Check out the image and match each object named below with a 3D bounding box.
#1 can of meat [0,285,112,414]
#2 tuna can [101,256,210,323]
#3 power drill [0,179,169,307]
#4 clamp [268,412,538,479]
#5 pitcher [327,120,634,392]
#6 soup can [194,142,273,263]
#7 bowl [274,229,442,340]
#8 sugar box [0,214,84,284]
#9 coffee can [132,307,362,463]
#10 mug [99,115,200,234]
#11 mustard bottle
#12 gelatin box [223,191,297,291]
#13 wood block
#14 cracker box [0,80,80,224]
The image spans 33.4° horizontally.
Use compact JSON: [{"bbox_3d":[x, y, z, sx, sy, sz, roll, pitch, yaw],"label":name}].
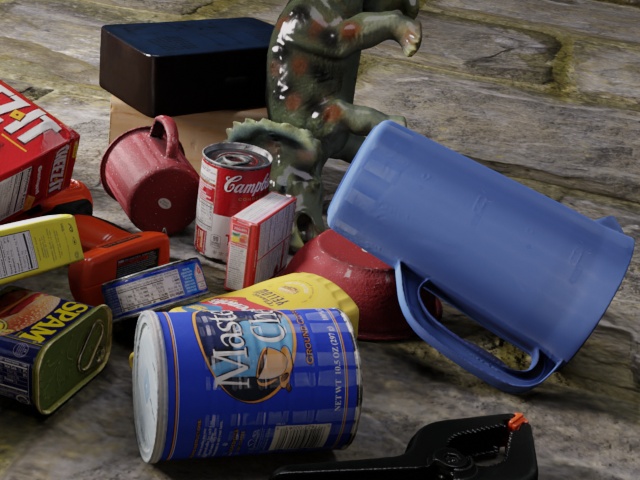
[{"bbox_3d":[-0.217,0.078,0.797,0.084,0.057,0.102,12,23,16],"label":"can of meat"},{"bbox_3d":[-0.137,0.041,0.882,0.086,0.034,0.086,-17,-1,0],"label":"tuna can"},{"bbox_3d":[-0.243,0.000,0.960,0.188,0.057,0.184,25,30,33],"label":"power drill"},{"bbox_3d":[0.076,0.162,0.727,0.165,0.036,0.209,19,24,28],"label":"clamp"},{"bbox_3d":[0.127,0.007,0.910,0.243,0.145,0.149,29,24,4],"label":"pitcher"},{"bbox_3d":[-0.086,-0.036,1.038,0.068,0.102,0.068,7,24,-3],"label":"soup can"},{"bbox_3d":[0.038,0.030,0.989,0.162,0.055,0.162,7,24,-3],"label":"bowl"},{"bbox_3d":[-0.267,0.018,0.805,0.093,0.048,0.176,-11,7,23],"label":"sugar box"},{"bbox_3d":[-0.054,0.099,0.744,0.140,0.103,0.103,0,25,-18],"label":"coffee can"},{"bbox_3d":[-0.163,-0.068,1.073,0.093,0.117,0.082,5,27,-32],"label":"mug"},{"bbox_3d":[-0.067,0.075,0.850,0.191,0.058,0.096,-14,28,-40],"label":"mustard bottle"},{"bbox_3d":[-0.056,0.001,0.999,0.030,0.073,0.089,17,25,18],"label":"gelatin box"},{"bbox_3d":[-0.138,-0.126,1.240,0.206,0.090,0.091,6,25,-7],"label":"wood block"},{"bbox_3d":[-0.337,-0.075,0.904,0.164,0.072,0.213,35,38,12],"label":"cracker box"}]
